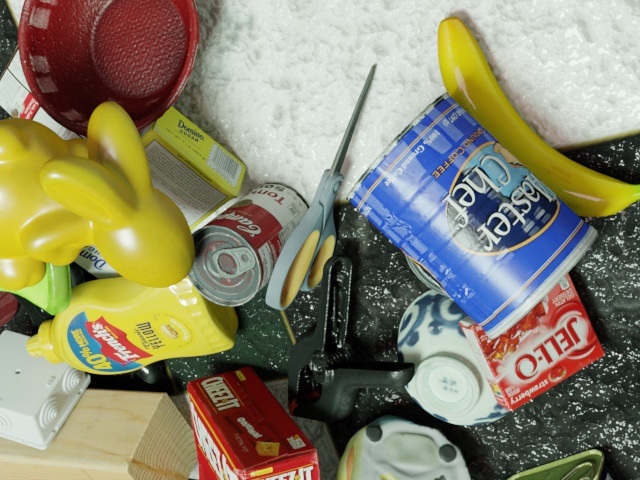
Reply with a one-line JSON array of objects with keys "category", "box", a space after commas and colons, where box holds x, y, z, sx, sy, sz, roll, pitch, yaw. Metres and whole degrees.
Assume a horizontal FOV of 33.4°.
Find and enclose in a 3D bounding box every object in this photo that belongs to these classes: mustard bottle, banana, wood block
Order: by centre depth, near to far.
[{"category": "banana", "box": [0.149, -0.076, 0.766, 0.198, 0.037, 0.070, 39, 106, 4]}, {"category": "mustard bottle", "box": [-0.177, 0.075, 0.953, 0.192, 0.058, 0.096, -14, 129, 17]}, {"category": "wood block", "box": [-0.234, 0.203, 1.035, 0.206, 0.090, 0.091, -1, 135, 27]}]

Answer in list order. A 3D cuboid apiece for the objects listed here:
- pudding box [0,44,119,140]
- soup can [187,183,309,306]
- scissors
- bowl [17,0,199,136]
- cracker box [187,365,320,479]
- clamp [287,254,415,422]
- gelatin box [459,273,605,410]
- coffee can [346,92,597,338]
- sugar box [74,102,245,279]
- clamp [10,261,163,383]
[{"category": "pudding box", "box": [-0.221, -0.123, 0.925, 0.113, 0.039, 0.090, 43, 123, 0]}, {"category": "soup can", "box": [-0.056, 0.001, 0.861, 0.069, 0.102, 0.068, 11, 117, 22]}, {"category": "scissors", "box": [0.011, -0.036, 0.853, 0.016, 0.096, 0.202, 26, 91, 19]}, {"category": "bowl", "box": [-0.158, -0.160, 0.849, 0.162, 0.055, 0.162, 1, 93, 20]}, {"category": "cracker box", "box": [-0.057, 0.244, 0.937, 0.164, 0.072, 0.214, -142, 43, -60]}, {"category": "clamp", "box": [0.010, 0.091, 0.894, 0.172, 0.039, 0.120, -44, 59, 49]}, {"category": "gelatin box", "box": [0.160, 0.074, 0.802, 0.089, 0.030, 0.073, -28, 100, -10]}, {"category": "coffee can", "box": [0.103, -0.017, 0.734, 0.140, 0.102, 0.103, 44, 124, 5]}, {"category": "sugar box", "box": [-0.156, -0.034, 0.914, 0.093, 0.048, 0.177, 40, 130, -23]}, {"category": "clamp", "box": [-0.259, 0.063, 1.030, 0.165, 0.036, 0.210, -18, 107, 31]}]
